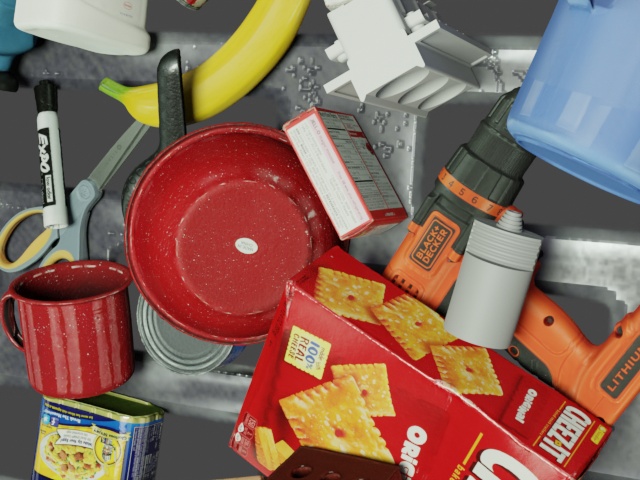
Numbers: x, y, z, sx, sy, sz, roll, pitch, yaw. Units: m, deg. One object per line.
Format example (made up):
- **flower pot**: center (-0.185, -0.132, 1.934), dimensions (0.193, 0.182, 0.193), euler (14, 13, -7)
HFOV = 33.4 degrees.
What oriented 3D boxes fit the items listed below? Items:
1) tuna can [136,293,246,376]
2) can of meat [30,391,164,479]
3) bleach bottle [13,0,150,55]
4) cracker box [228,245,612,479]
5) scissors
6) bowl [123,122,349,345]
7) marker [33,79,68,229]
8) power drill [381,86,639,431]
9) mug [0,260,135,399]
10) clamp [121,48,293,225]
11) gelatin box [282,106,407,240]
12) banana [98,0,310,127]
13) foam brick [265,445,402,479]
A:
- **tuna can**: center (-0.094, 0.057, 0.807), dimensions (0.086, 0.033, 0.086), euler (2, 94, 23)
- **can of meat**: center (-0.175, 0.165, 0.836), dimensions (0.102, 0.057, 0.084), euler (11, 95, 21)
- **bleach bottle**: center (-0.160, -0.271, 0.788), dimensions (0.068, 0.102, 0.251), euler (9, 91, 37)
- **cracker box**: center (0.053, 0.131, 0.702), dimensions (0.214, 0.072, 0.164), euler (34, 128, 18)
- **scissors**: center (-0.180, -0.018, 0.848), dimensions (0.202, 0.016, 0.096), euler (-31, 82, 22)
- **bowl**: center (-0.055, 0.001, 0.736), dimensions (0.162, 0.055, 0.162), euler (-1, 100, -8)
- **marker**: center (-0.214, -0.069, 0.846), dimensions (0.020, 0.020, 0.121), euler (-12, 78, 23)
- **power drill**: center (0.147, 0.017, 0.692), dimensions (0.188, 0.057, 0.185), euler (38, 110, 19)
- **mug**: center (-0.196, 0.067, 0.816), dimensions (0.117, 0.093, 0.081), euler (5, 110, 21)
- **clamp**: center (-0.085, -0.045, 0.784), dimensions (0.120, 0.039, 0.172), euler (22, 118, -8)
- **gelatin box**: center (0.017, -0.046, 0.732), dimensions (0.030, 0.073, 0.089), euler (-31, 82, 21)
- **banana**: center (-0.072, -0.135, 0.776), dimensions (0.198, 0.037, 0.069), euler (-31, 105, 18)
- **foam brick**: center (0.010, 0.170, 0.670), dimensions (0.078, 0.052, 0.051), euler (4, 115, 33)
